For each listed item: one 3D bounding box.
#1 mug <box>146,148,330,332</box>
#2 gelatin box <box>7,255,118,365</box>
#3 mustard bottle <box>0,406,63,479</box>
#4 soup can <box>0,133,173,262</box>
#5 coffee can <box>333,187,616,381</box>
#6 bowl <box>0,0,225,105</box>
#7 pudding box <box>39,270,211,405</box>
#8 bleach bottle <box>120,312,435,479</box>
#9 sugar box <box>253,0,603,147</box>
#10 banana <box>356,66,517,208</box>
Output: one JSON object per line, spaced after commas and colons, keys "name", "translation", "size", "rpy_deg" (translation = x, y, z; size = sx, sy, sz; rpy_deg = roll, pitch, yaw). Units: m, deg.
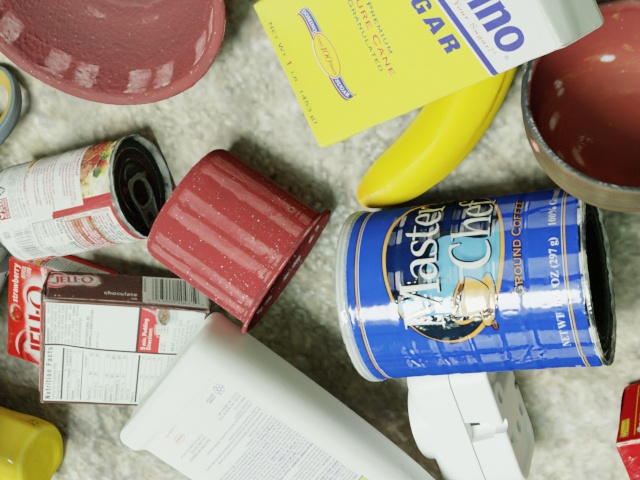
{"name": "mug", "translation": [-0.054, 0.001, 0.673], "size": [0.081, 0.093, 0.117], "rpy_deg": [35, 159, 5]}
{"name": "gelatin box", "translation": [-0.188, 0.054, 0.774], "size": [0.073, 0.030, 0.089], "rpy_deg": [18, 121, 10]}
{"name": "mustard bottle", "translation": [-0.300, 0.137, 0.832], "size": [0.192, 0.058, 0.096], "rpy_deg": [21, 158, 9]}
{"name": "soup can", "translation": [-0.157, -0.026, 0.698], "size": [0.102, 0.068, 0.068], "rpy_deg": [-11, 113, 25]}
{"name": "coffee can", "translation": [0.091, 0.026, 0.616], "size": [0.140, 0.102, 0.103], "rpy_deg": [-7, 114, 22]}
{"name": "bowl", "translation": [-0.125, -0.156, 0.609], "size": [0.162, 0.055, 0.162], "rpy_deg": [9, 139, 8]}
{"name": "pudding box", "translation": [-0.136, 0.070, 0.736], "size": [0.113, 0.039, 0.090], "rpy_deg": [5, 122, -10]}
{"name": "bleach bottle", "translation": [0.002, 0.158, 0.683], "size": [0.251, 0.068, 0.103], "rpy_deg": [38, 113, -5]}
{"name": "sugar box", "translation": [0.047, -0.117, 0.548], "size": [0.177, 0.048, 0.093], "rpy_deg": [-18, 100, 52]}
{"name": "banana", "translation": [0.074, -0.093, 0.602], "size": [0.070, 0.037, 0.198], "rpy_deg": [36, 124, 31]}
